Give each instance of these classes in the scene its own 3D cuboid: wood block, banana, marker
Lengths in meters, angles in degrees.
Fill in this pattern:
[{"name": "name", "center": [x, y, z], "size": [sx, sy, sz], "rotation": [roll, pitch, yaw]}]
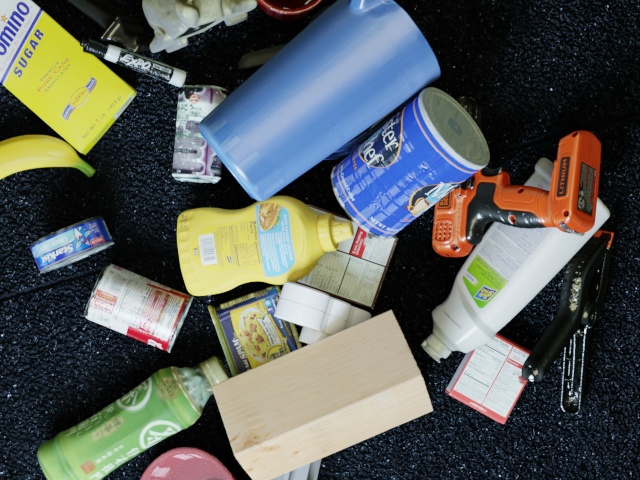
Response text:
[{"name": "wood block", "center": [0.004, 0.167, 1.129], "size": [0.206, 0.090, 0.091], "rotation": [-23, 55, -1]}, {"name": "banana", "center": [-0.354, -0.072, 1.179], "size": [0.197, 0.037, 0.069], "rotation": [-20, 92, -3]}, {"name": "marker", "center": [-0.206, -0.197, 1.172], "size": [0.121, 0.020, 0.020], "rotation": [17, 90, -27]}]

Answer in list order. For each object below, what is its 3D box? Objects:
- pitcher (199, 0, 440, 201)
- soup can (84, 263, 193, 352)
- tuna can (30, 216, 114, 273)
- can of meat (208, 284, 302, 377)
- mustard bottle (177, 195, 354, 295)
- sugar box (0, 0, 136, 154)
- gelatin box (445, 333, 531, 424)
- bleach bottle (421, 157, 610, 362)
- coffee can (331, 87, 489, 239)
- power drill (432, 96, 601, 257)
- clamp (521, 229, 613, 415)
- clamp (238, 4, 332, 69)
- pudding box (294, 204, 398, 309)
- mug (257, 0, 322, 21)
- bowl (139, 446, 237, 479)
[{"name": "pitcher", "center": [0.000, -0.148, 1.130], "size": [0.243, 0.145, 0.149], "rotation": [-38, 98, -1]}, {"name": "soup can", "center": [-0.200, 0.074, 1.178], "size": [0.102, 0.068, 0.068], "rotation": [22, 90, -4]}, {"name": "tuna can", "center": [-0.271, 0.004, 1.163], "size": [0.086, 0.086, 0.034], "rotation": [-23, 91, -3]}, {"name": "can of meat", "center": [-0.070, 0.108, 1.193], "size": [0.084, 0.057, 0.102], "rotation": [-20, 93, -5]}, {"name": "mustard bottle", "center": [-0.057, 0.001, 1.162], "size": [0.192, 0.058, 0.096], "rotation": [-9, 85, 15]}, {"name": "sugar box", "center": [-0.298, -0.187, 1.175], "size": [0.176, 0.048, 0.093], "rotation": [41, 88, -5]}, {"name": "gelatin box", "center": [0.197, 0.154, 1.225], "size": [0.073, 0.030, 0.089], "rotation": [29, 89, -3]}, {"name": "bleach bottle", "center": [0.204, 0.031, 1.198], "size": [0.251, 0.103, 0.068], "rotation": [-48, 132, 5]}, {"name": "coffee can", "center": [0.095, -0.082, 1.146], "size": [0.140, 0.102, 0.103], "rotation": [-39, 94, 30]}, {"name": "power drill", "center": [0.206, -0.074, 1.154], "size": [0.057, 0.188, 0.184], "rotation": [13, 79, -47]}, {"name": "clamp", "center": [0.281, 0.083, 1.186], "size": [0.036, 0.164, 0.210], "rotation": [13, 82, 33]}, {"name": "clamp", "center": [0.007, -0.198, 1.200], "size": [0.171, 0.039, 0.120], "rotation": [-34, 105, 1]}, {"name": "pudding box", "center": [0.021, 0.018, 1.206], "size": [0.113, 0.039, 0.090], "rotation": [19, 92, -1]}, {"name": "mug", "center": [-0.023, -0.287, 1.172], "size": [0.117, 0.081, 0.093], "rotation": [2, 91, -4]}, {"name": "bowl", "center": [-0.131, 0.307, 1.174], "size": [0.162, 0.055, 0.162], "rotation": [-4, 82, 33]}]
